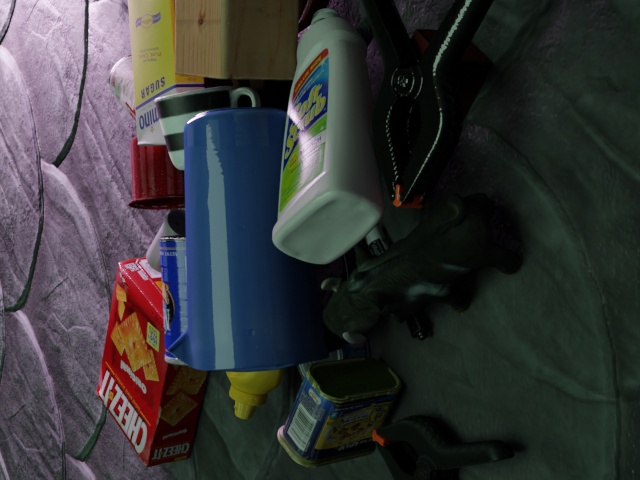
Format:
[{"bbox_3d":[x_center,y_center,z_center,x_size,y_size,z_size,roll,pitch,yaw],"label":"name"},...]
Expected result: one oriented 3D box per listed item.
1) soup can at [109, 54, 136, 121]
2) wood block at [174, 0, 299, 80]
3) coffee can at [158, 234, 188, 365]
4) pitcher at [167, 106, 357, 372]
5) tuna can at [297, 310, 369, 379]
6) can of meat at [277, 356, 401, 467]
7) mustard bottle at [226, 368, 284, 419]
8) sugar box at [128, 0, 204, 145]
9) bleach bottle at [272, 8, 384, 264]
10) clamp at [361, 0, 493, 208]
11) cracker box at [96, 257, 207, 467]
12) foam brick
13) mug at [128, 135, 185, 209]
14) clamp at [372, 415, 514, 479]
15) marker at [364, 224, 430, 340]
[{"bbox_3d":[-0.211,-0.179,1.317,0.102,0.068,0.069,46,129,41],"label":"soup can"},{"bbox_3d":[-0.079,-0.259,1.014,0.091,0.090,0.206,16,107,50],"label":"wood block"},{"bbox_3d":[-0.128,0.063,1.204,0.103,0.102,0.140,1,95,54],"label":"coffee can"},{"bbox_3d":[-0.057,0.001,1.008,0.145,0.148,0.243,-7,86,41],"label":"pitcher"},{"bbox_3d":[0.010,0.113,1.079,0.086,0.033,0.086,10,102,53],"label":"tuna can"},{"bbox_3d":[0.020,0.161,1.018,0.057,0.101,0.084,47,128,39],"label":"can of meat"},{"bbox_3d":[-0.060,0.097,1.124,0.096,0.058,0.192,-144,66,-65],"label":"mustard bottle"},{"bbox_3d":[-0.170,-0.194,1.181,0.094,0.048,0.176,3,96,51],"label":"sugar box"},{"bbox_3d":[0.004,-0.108,0.956,0.103,0.068,0.251,-41,39,40],"label":"bleach bottle"},{"bbox_3d":[0.086,-0.132,0.854,0.165,0.036,0.210,-1,88,53],"label":"clamp"},{"bbox_3d":[-0.214,0.153,1.358,0.164,0.071,0.214,43,128,43],"label":"cracker box"},{"bbox_3d":[0.098,-0.135,0.913,0.051,0.052,0.078,54,135,35],"label":"foam brick"},{"bbox_3d":[-0.185,-0.082,1.289,0.117,0.093,0.081,82,-176,-84],"label":"mug"},{"bbox_3d":[0.108,0.217,0.957,0.172,0.039,0.120,15,101,57],"label":"clamp"},{"bbox_3d":[0.072,0.040,0.999,0.020,0.020,0.121,-51,55,44],"label":"marker"}]
